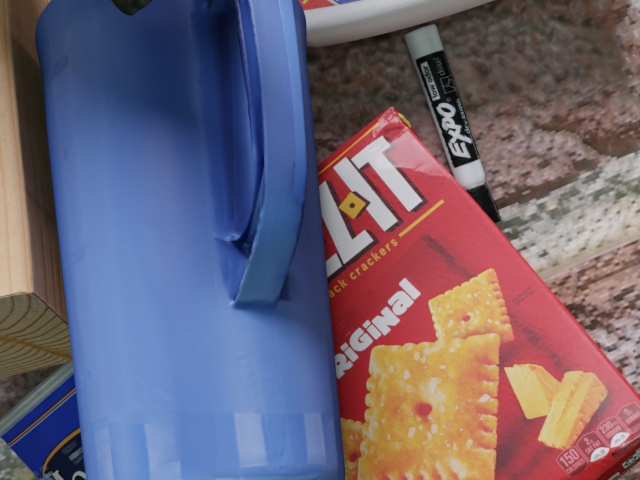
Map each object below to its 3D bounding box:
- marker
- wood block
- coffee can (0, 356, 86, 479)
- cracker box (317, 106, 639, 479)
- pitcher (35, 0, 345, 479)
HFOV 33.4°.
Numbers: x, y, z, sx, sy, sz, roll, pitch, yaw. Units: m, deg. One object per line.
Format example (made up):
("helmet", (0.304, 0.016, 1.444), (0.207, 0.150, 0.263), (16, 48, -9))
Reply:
("marker", (0.075, -0.060, 0.596), (0.020, 0.020, 0.121), (-19, 95, 3))
("wood block", (-0.175, -0.043, 0.525), (0.090, 0.091, 0.206), (-14, 65, 3))
("coffee can", (-0.091, 0.118, 0.577), (0.103, 0.103, 0.140), (-40, 94, 5))
("cracker box", (0.042, 0.064, 0.542), (0.164, 0.072, 0.214), (-39, 67, 4))
("pitcher", (-0.053, 0.001, 0.478), (0.145, 0.149, 0.243), (-14, 68, 13))
